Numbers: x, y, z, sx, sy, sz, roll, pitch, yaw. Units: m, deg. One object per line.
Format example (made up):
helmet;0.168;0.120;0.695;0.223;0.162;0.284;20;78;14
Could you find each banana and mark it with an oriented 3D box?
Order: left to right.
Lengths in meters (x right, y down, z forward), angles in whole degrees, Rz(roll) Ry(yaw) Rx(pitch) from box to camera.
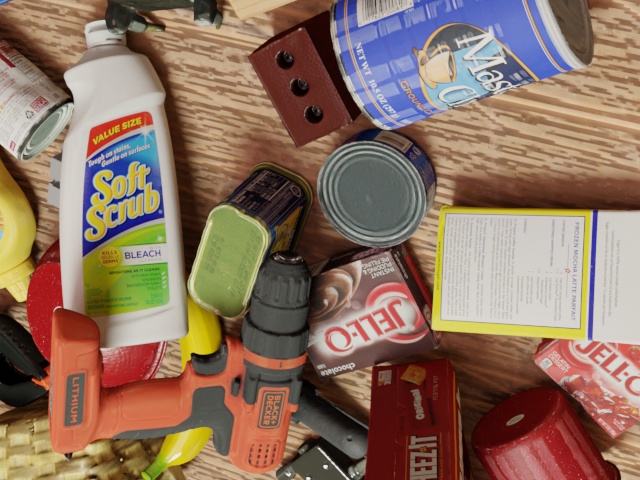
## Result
banana;-0.112;0.116;0.928;0.037;0.069;0.198;17;107;31

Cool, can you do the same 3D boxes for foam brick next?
foam brick;-0.006;-0.118;0.776;0.053;0.051;0.078;-22;104;30

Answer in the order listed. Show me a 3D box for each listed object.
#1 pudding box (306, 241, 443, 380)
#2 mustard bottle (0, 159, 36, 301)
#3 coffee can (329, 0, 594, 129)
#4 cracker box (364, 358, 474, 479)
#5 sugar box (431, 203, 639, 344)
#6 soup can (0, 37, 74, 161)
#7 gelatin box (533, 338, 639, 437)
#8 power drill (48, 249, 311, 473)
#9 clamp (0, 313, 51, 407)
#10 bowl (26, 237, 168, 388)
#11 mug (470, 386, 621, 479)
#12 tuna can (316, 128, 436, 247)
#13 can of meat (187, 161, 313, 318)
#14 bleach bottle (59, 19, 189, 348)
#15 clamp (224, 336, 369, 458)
pudding box;0.031;0.055;0.852;0.114;0.039;0.090;-19;107;30
mustard bottle;-0.305;-0.032;0.945;0.096;0.058;0.191;-17;106;28
coffee can;0.092;-0.140;0.691;0.141;0.102;0.103;-16;107;29
cracker box;0.090;0.224;0.819;0.072;0.164;0.213;-9;118;10
sugar box;0.170;0.024;0.755;0.176;0.048;0.093;3;88;20
soup can;-0.261;-0.122;0.876;0.102;0.068;0.069;41;123;0
gelatin box;0.217;0.094;0.795;0.089;0.030;0.073;44;123;-2
power drill;-0.102;0.090;0.782;0.187;0.057;0.184;3;112;-16
clamp;-0.318;0.115;1.016;0.210;0.036;0.164;18;124;32
bowl;-0.202;0.060;0.912;0.162;0.055;0.162;7;102;39
mug;0.164;0.166;0.825;0.081;0.093;0.117;57;162;-11
tuna can;0.043;-0.040;0.803;0.086;0.033;0.086;10;118;19
can of meat;-0.056;0.001;0.837;0.057;0.083;0.102;26;122;10
bleach bottle;-0.163;-0.044;0.832;0.102;0.068;0.251;-7;89;-15
clamp;-0.017;0.133;0.878;0.171;0.120;0.039;29;79;9
